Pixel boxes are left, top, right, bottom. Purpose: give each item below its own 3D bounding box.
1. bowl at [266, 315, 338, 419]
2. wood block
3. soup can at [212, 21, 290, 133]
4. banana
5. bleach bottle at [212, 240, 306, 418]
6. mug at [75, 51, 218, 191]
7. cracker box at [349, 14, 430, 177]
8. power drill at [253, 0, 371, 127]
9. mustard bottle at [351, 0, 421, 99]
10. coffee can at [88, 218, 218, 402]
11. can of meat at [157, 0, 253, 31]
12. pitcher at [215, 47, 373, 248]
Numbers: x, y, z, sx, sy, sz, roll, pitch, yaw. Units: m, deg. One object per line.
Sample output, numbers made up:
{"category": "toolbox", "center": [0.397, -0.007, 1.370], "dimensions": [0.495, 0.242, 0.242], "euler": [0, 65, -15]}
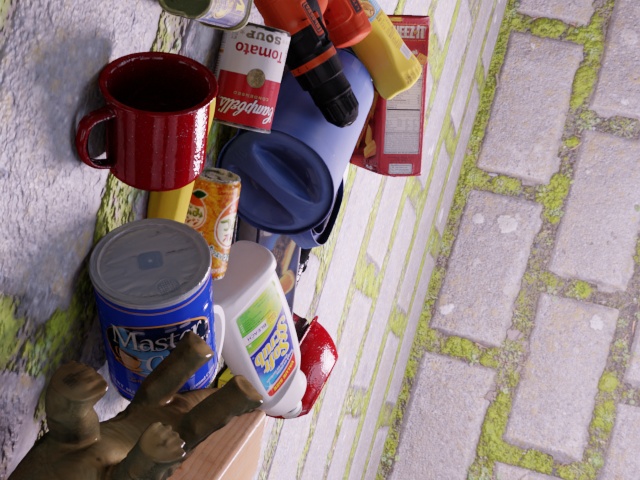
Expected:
{"category": "bowl", "center": [-0.020, 0.186, 1.468], "dimensions": [0.162, 0.055, 0.162], "euler": [-61, 175, -11]}
{"category": "wood block", "center": [-0.142, 0.265, 1.195], "dimensions": [0.205, 0.090, 0.091], "euler": [-49, 151, -63]}
{"category": "soup can", "center": [-0.072, -0.163, 1.064], "dimensions": [0.068, 0.068, 0.102], "euler": [-14, 118, -75]}
{"category": "banana", "center": [-0.129, -0.070, 1.002], "dimensions": [0.069, 0.037, 0.198], "euler": [40, 65, -75]}
{"category": "bleach bottle", "center": [-0.065, 0.120, 1.243], "dimensions": [0.102, 0.068, 0.250], "euler": [-46, 138, -23]}
{"category": "mug", "center": [-0.141, -0.089, 0.852], "dimensions": [0.117, 0.093, 0.081], "euler": [-24, 140, -33]}
{"category": "cracker box", "center": [0.086, -0.203, 1.472], "dimensions": [0.164, 0.072, 0.214], "euler": [-143, -127, -71]}
{"category": "power drill", "center": [0.003, -0.227, 1.169], "dimensions": [0.184, 0.057, 0.187], "euler": [60, 24, -15]}
{"category": "mustard bottle", "center": [0.051, -0.270, 1.306], "dimensions": [0.191, 0.058, 0.096], "euler": [55, 26, -16]}
{"category": "coffee can", "center": [-0.144, 0.065, 0.942], "dimensions": [0.140, 0.103, 0.102], "euler": [92, 19, -45]}
{"category": "can of meat", "center": [-0.095, -0.237, 0.922], "dimensions": [0.083, 0.057, 0.102], "euler": [-17, 120, -71]}
{"category": "pitcher", "center": [-0.014, -0.115, 1.225], "dimensions": [0.149, 0.145, 0.242], "euler": [-63, 180, 39]}
